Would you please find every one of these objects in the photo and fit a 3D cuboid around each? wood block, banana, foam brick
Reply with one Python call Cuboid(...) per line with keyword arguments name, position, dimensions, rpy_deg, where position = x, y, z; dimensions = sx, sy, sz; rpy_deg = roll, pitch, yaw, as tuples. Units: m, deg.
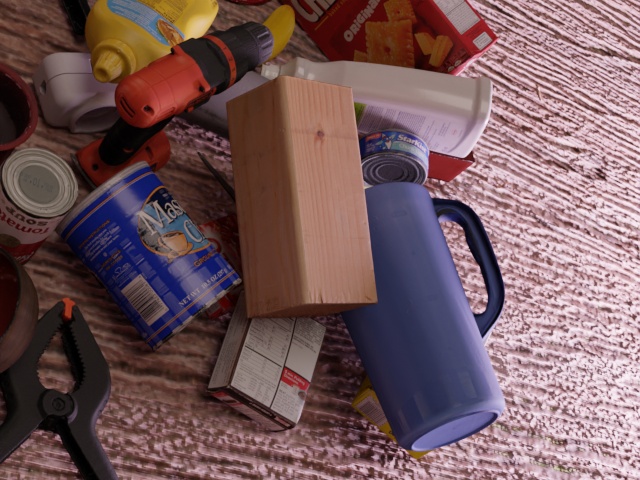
Cuboid(name="wood block", position=(-0.018, -0.036, 0.988), dimensions=(0.090, 0.090, 0.206), rpy_deg=(3, 76, -41))
Cuboid(name="banana", position=(-0.086, -0.223, 1.194), dimensions=(0.197, 0.037, 0.069), rpy_deg=(-24, 80, -42))
Cuboid(name="foam brick", position=(0.135, -0.109, 1.280), dimensions=(0.078, 0.051, 0.053), rpy_deg=(8, 60, -33))

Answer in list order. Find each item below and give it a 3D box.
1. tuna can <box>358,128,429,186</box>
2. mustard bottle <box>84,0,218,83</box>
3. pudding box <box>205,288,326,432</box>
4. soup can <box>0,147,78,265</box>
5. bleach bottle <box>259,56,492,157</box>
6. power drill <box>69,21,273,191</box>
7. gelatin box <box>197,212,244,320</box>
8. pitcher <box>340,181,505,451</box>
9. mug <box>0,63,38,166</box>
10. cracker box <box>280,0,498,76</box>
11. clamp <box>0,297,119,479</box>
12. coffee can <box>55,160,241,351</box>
Cuboid(name="tuna can", position=(0.079, -0.087, 1.202), dimensions=(0.086, 0.086, 0.033), rpy_deg=(22, 55, -25))
Cuboid(name="mustard bottle", position=(-0.172, -0.203, 1.030), dimensions=(0.096, 0.058, 0.191), rpy_deg=(33, 38, -7))
Cuboid(name="pudding box", position=(-0.049, 0.111, 1.006), dimensions=(0.090, 0.039, 0.113), rpy_deg=(35, 54, -28))
Cuboid(name="soup can", position=(-0.256, -0.027, 0.909), dimensions=(0.068, 0.102, 0.068), rpy_deg=(18, 55, -28))
Cuboid(name="bleach bottle", position=(0.056, -0.160, 1.188), dimensions=(0.250, 0.103, 0.068), rpy_deg=(12, 62, -6))
Cuboid(name="power drill", position=(-0.141, -0.124, 0.992), dimensions=(0.184, 0.188, 0.057), rpy_deg=(-34, 86, -42))
Cuboid(name="gelatin box", position=(-0.095, 0.024, 1.047), dimensions=(0.073, 0.030, 0.089), rpy_deg=(-23, 79, -42))
Cuboid(name="pitcher", position=(0.096, 0.071, 1.037), dimensions=(0.144, 0.149, 0.243), rpy_deg=(12, 50, -50))
Cuboid(name="mug", position=(-0.312, -0.096, 0.922), dimensions=(0.117, 0.082, 0.093), rpy_deg=(-27, 82, -43))
Cuboid(name="cracker box", position=(0.075, -0.259, 1.247), dimensions=(0.213, 0.164, 0.072), rpy_deg=(50, 45, -2))
Cuboid(name="clamp", position=(-0.229, 0.144, 0.873), dimensions=(0.164, 0.036, 0.210), rpy_deg=(10, 57, -30))
Cuboid(name="coffee can", position=(-0.154, 0.014, 0.960), dimensions=(0.140, 0.103, 0.102), rpy_deg=(51, 47, -1))
